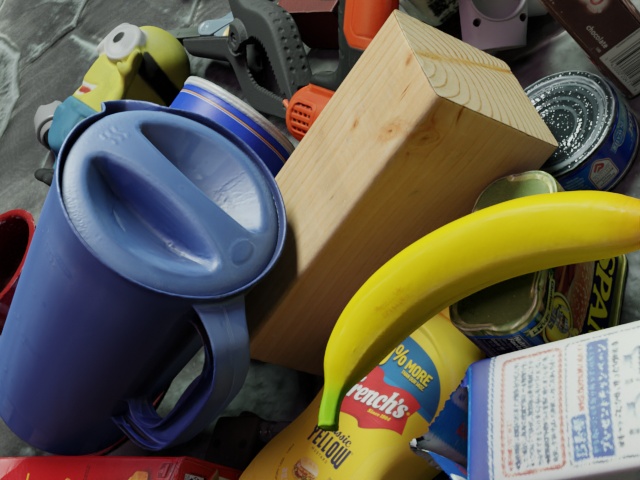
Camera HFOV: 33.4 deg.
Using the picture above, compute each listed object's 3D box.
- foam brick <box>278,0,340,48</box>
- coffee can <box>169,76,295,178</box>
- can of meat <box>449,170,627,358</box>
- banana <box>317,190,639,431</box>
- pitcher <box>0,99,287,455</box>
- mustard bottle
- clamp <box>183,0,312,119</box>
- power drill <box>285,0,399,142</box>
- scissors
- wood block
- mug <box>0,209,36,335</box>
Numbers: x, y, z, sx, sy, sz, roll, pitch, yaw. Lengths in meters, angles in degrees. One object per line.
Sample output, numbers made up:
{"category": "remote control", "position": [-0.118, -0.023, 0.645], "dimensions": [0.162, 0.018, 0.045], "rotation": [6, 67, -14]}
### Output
{"category": "foam brick", "position": [0.011, -0.193, 0.880], "dimensions": [0.078, 0.051, 0.053], "rotation": [15, 72, 49]}
{"category": "coffee can", "position": [-0.099, -0.040, 0.822], "dimensions": [0.103, 0.102, 0.140], "rotation": [26, 80, 50]}
{"category": "can of meat", "position": [0.118, 0.025, 0.578], "dimensions": [0.058, 0.083, 0.102], "rotation": [-8, 55, 40]}
{"category": "banana", "position": [0.072, 0.022, 0.530], "dimensions": [0.198, 0.037, 0.070], "rotation": [-35, 59, 19]}
{"category": "pitcher", "position": [-0.123, 0.047, 0.658], "dimensions": [0.243, 0.145, 0.149], "rotation": [-53, 13, 46]}
{"category": "mustard bottle", "position": [0.040, 0.100, 0.614], "dimensions": [0.191, 0.058, 0.096], "rotation": [-50, 41, -1]}
{"category": "clamp", "position": [-0.058, -0.180, 0.887], "dimensions": [0.036, 0.165, 0.210], "rotation": [-15, 46, -27]}
{"category": "power drill", "position": [0.056, -0.132, 0.721], "dimensions": [0.185, 0.057, 0.188], "rotation": [24, 111, 41]}
{"category": "scissors", "position": [-0.091, -0.216, 1.025], "dimensions": [0.096, 0.016, 0.202], "rotation": [-53, 39, -6]}
{"category": "wood block", "position": [0.031, -0.019, 0.642], "dimensions": [0.206, 0.090, 0.090], "rotation": [-53, 34, 29]}
{"category": "mug", "position": [-0.222, 0.031, 0.810], "dimensions": [0.093, 0.081, 0.117], "rotation": [-47, 39, 4]}
